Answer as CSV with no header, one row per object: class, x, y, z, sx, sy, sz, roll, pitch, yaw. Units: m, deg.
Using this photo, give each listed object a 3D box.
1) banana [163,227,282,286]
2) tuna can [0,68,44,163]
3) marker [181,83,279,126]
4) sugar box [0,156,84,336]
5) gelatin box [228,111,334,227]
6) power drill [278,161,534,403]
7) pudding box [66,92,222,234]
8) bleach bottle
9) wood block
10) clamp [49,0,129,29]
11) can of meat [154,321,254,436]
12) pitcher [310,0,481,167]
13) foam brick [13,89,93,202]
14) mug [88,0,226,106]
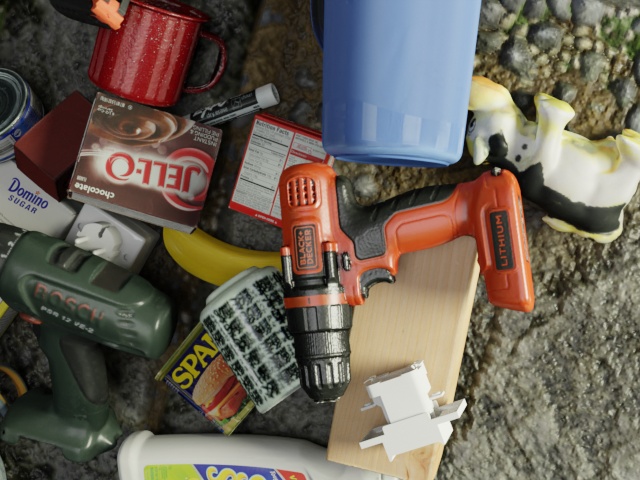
banana,-0.060,0.015,0.926,0.198,0.037,0.070,14,129,17
tuna can,-0.294,-0.112,0.955,0.086,0.033,0.086,-7,60,11
marker,-0.094,-0.110,0.937,0.121,0.020,0.020,-18,93,16
sugar box,-0.301,0.012,0.991,0.093,0.048,0.176,41,101,6
gelatin box,-0.031,-0.058,0.922,0.073,0.030,0.089,20,105,10
power drill,0.061,0.025,0.798,0.188,0.057,0.184,-6,88,13
pudding box,-0.148,-0.064,0.902,0.113,0.039,0.090,15,74,-10
bleach bottle,-0.048,0.213,0.949,0.251,0.068,0.102,-7,98,12
wood block,0.073,0.082,0.886,0.091,0.090,0.206,12,101,12
clamp,-0.199,-0.238,0.884,0.165,0.036,0.210,-32,48,21
can of meat,-0.082,0.110,0.945,0.084,0.057,0.102,41,105,3
pitcher,0.056,-0.181,0.823,0.145,0.149,0.243,4,90,4
foam brick,-0.223,-0.082,0.937,0.051,0.053,0.078,42,70,5
mug,-0.138,-0.162,0.911,0.117,0.093,0.081,14,107,-17
